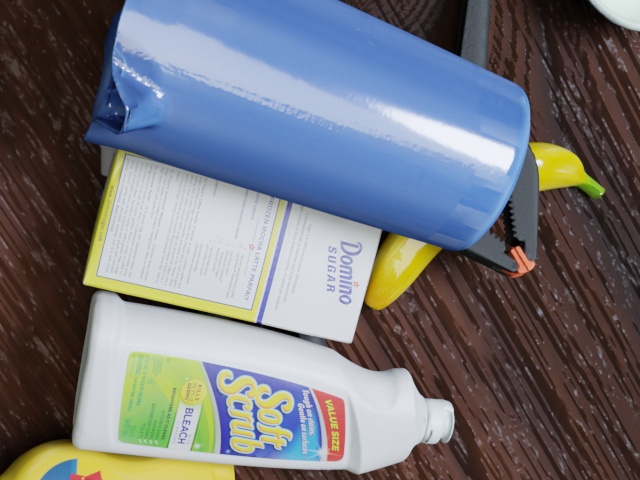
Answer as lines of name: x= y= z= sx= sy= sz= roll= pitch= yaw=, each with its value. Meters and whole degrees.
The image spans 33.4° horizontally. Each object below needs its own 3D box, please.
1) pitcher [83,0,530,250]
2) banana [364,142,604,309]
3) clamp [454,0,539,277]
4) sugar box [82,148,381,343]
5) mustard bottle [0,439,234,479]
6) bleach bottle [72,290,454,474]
pitcher: x=-0.005 y=-0.088 z=0.634 sx=0.242 sy=0.145 sz=0.149 roll=20 pitch=82 yaw=-10
banana: x=0.110 y=-0.021 z=0.756 sx=0.197 sy=0.037 sz=0.069 roll=-26 pitch=100 yaw=-7
clamp: x=0.092 y=-0.075 z=0.721 sx=0.164 sy=0.036 sz=0.210 roll=-36 pitch=84 yaw=-6
sugar box: x=-0.055 y=0.001 z=0.684 sx=0.176 sy=0.048 sz=0.093 roll=14 pitch=96 yaw=-14
mustard bottle: x=-0.155 y=0.180 z=0.703 sx=0.191 sy=0.058 sz=0.096 roll=5 pitch=88 yaw=-23
bleach bottle: x=-0.031 y=0.100 z=0.705 sx=0.250 sy=0.068 sz=0.103 roll=8 pitch=108 yaw=-14
